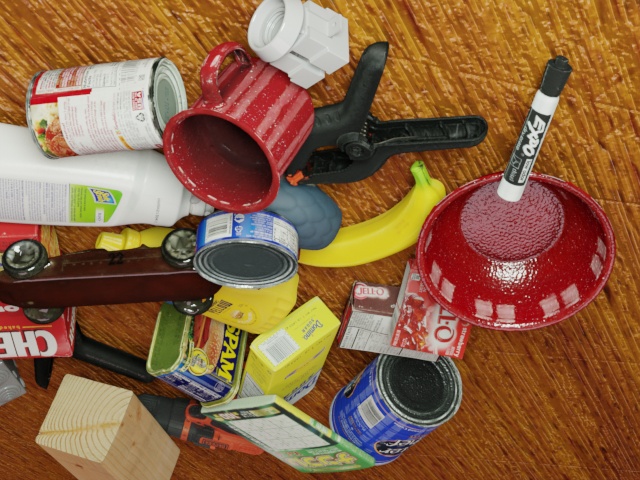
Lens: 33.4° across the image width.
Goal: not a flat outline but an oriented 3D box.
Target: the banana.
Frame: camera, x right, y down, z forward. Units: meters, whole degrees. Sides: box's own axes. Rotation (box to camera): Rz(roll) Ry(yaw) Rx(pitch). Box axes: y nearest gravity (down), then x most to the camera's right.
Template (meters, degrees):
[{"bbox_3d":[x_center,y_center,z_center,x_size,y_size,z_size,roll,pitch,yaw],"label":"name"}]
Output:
[{"bbox_3d":[0.048,-0.013,0.944,0.069,0.037,0.198,39,137,-17],"label":"banana"}]

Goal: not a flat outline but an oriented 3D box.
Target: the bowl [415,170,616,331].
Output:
[{"bbox_3d":[0.161,-0.002,0.892,0.162,0.055,0.162,4,125,5],"label":"bowl"}]

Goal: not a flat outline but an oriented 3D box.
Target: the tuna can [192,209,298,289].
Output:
[{"bbox_3d":[-0.060,0.007,0.875,0.086,0.034,0.086,1,152,0],"label":"tuna can"}]

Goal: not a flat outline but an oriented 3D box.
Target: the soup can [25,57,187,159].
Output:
[{"bbox_3d":[-0.159,-0.099,0.801,0.102,0.068,0.068,-4,148,14],"label":"soup can"}]

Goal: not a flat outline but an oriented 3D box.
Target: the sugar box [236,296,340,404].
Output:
[{"bbox_3d":[-0.038,0.137,1.148,0.048,0.093,0.176,47,154,19],"label":"sugar box"}]

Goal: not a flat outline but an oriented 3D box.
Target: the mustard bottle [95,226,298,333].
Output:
[{"bbox_3d":[-0.123,0.032,1.021,0.191,0.058,0.096,22,148,-24],"label":"mustard bottle"}]

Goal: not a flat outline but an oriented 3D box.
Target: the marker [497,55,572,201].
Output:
[{"bbox_3d":[0.158,-0.082,0.786,0.020,0.020,0.121,10,127,-7],"label":"marker"}]

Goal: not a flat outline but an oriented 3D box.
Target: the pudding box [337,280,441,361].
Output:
[{"bbox_3d":[0.079,0.084,1.094,0.113,0.039,0.090,10,149,-4],"label":"pudding box"}]

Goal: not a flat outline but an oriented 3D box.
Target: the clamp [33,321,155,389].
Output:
[{"bbox_3d":[-0.290,0.115,1.206,0.165,0.036,0.210,-3,146,16],"label":"clamp"}]

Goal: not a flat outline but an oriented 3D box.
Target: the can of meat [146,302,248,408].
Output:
[{"bbox_3d":[-0.128,0.111,1.112,0.058,0.102,0.083,-20,139,37],"label":"can of meat"}]

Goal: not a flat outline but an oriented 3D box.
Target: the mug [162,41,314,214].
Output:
[{"bbox_3d":[-0.058,-0.089,0.773,0.093,0.081,0.117,5,132,28],"label":"mug"}]

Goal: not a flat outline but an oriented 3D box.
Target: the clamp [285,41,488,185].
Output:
[{"bbox_3d":[0.028,-0.090,0.816,0.172,0.039,0.120,-19,131,35],"label":"clamp"}]

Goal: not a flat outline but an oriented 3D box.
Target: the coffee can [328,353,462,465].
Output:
[{"bbox_3d":[0.081,0.181,1.191,0.102,0.103,0.140,15,148,-15],"label":"coffee can"}]

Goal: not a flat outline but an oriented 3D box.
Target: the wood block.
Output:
[{"bbox_3d":[-0.252,0.250,1.294,0.091,0.090,0.206,13,154,16],"label":"wood block"}]

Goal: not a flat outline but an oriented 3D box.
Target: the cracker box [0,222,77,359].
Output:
[{"bbox_3d":[-0.330,0.037,1.018,0.164,0.072,0.214,-2,143,-4],"label":"cracker box"}]

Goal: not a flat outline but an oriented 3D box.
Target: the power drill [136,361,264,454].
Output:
[{"bbox_3d":[-0.140,0.198,1.304,0.184,0.057,0.188,13,150,-6],"label":"power drill"}]

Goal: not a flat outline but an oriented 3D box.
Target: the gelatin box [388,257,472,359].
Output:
[{"bbox_3d":[0.111,0.065,1.025,0.073,0.030,0.089,11,114,-6],"label":"gelatin box"}]

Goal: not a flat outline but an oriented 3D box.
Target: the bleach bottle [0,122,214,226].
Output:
[{"bbox_3d":[-0.215,-0.047,0.903,0.250,0.068,0.103,8,150,-8],"label":"bleach bottle"}]
